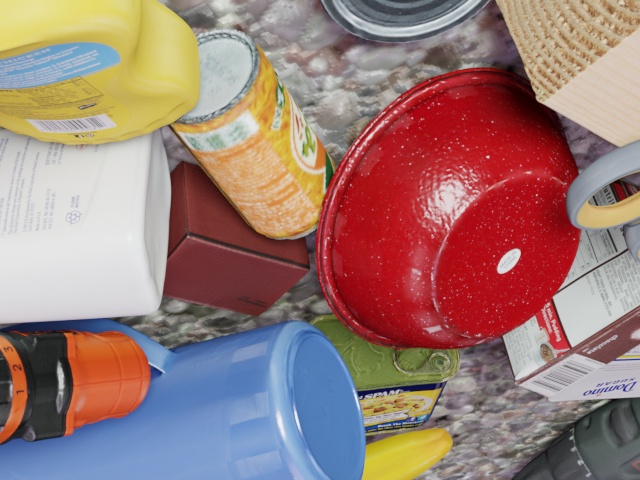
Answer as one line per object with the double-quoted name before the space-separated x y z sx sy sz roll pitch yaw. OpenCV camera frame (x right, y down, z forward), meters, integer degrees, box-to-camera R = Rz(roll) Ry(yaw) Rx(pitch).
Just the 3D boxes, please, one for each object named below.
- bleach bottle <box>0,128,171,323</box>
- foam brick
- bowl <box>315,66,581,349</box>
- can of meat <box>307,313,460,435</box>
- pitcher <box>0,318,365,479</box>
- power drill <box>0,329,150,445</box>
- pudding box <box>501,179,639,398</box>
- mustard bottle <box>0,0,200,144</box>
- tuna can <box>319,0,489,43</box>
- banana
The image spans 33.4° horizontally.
"bleach bottle" -0.200 -0.006 0.496 0.251 0.102 0.068 -4 137 1
"foam brick" -0.054 0.001 0.574 0.078 0.051 0.053 17 136 -35
"bowl" 0.080 -0.003 0.544 0.161 0.055 0.162 -15 122 -25
"can of meat" 0.035 0.092 0.725 0.102 0.057 0.084 -5 146 -11
"pitcher" -0.106 0.119 0.631 0.243 0.145 0.149 -18 158 22
"power drill" -0.205 0.069 0.522 0.188 0.057 0.184 1 176 29
"pudding box" 0.156 0.029 0.645 0.039 0.090 0.114 21 133 -37
"mustard bottle" -0.107 -0.078 0.371 0.096 0.058 0.191 -2 175 6
"tuna can" 0.036 -0.123 0.444 0.086 0.034 0.086 -8 145 -6
"banana" -0.003 0.178 0.730 0.197 0.037 0.070 -22 180 -18
